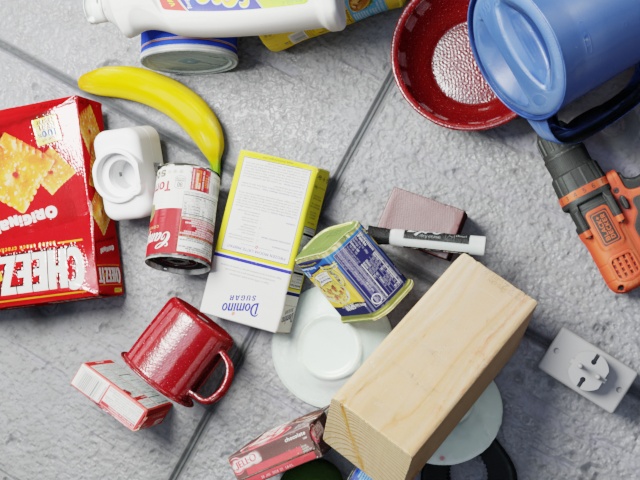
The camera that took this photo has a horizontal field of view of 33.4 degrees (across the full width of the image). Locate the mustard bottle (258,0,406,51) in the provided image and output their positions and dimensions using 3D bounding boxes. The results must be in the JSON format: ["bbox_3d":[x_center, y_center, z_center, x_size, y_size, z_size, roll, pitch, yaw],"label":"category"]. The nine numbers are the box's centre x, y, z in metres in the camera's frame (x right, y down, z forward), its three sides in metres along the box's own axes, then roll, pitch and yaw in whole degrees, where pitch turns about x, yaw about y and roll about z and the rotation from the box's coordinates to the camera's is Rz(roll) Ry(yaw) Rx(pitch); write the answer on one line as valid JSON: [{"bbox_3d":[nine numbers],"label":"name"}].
[{"bbox_3d":[0.027,-0.251,1.087,0.192,0.096,0.058,-17,82,10],"label":"mustard bottle"}]

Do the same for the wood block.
[{"bbox_3d":[0.103,0.122,0.993,0.090,0.091,0.205,35,59,18],"label":"wood block"}]

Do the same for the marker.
[{"bbox_3d":[0.100,0.000,1.037,0.121,0.020,0.020,6,87,12],"label":"marker"}]

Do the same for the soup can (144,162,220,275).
[{"bbox_3d":[-0.141,-0.022,1.104,0.068,0.068,0.102,2,73,12],"label":"soup can"}]

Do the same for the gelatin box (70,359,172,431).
[{"bbox_3d":[-0.208,0.162,1.117,0.089,0.073,0.030,34,94,11],"label":"gelatin box"}]

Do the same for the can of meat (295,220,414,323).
[{"bbox_3d":[0.030,0.031,1.043,0.057,0.102,0.084,-44,101,-22],"label":"can of meat"}]

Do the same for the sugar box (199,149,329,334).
[{"bbox_3d":[-0.057,0.001,1.109,0.093,0.048,0.176,14,91,22],"label":"sugar box"}]

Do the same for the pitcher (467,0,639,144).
[{"bbox_3d":[0.270,-0.207,0.987,0.242,0.149,0.145,-27,67,-18],"label":"pitcher"}]

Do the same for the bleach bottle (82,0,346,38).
[{"bbox_3d":[-0.106,-0.235,1.029,0.251,0.068,0.102,-7,85,11],"label":"bleach bottle"}]

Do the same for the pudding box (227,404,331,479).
[{"bbox_3d":[-0.031,0.202,1.054,0.090,0.113,0.039,-24,84,13],"label":"pudding box"}]

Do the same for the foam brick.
[{"bbox_3d":[0.102,-0.016,1.076,0.078,0.053,0.051,20,90,11],"label":"foam brick"}]

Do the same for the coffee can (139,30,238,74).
[{"bbox_3d":[-0.138,-0.254,1.119,0.103,0.102,0.140,-2,85,12],"label":"coffee can"}]

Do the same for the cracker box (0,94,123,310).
[{"bbox_3d":[-0.310,-0.037,1.149,0.164,0.072,0.214,-8,86,14],"label":"cracker box"}]

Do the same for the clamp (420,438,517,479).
[{"bbox_3d":[0.138,0.272,1.054,0.165,0.036,0.210,-10,82,10],"label":"clamp"}]

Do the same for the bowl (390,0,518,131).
[{"bbox_3d":[0.154,-0.186,1.077,0.162,0.055,0.162,-1,86,12],"label":"bowl"}]

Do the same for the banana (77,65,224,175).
[{"bbox_3d":[-0.174,-0.144,1.152,0.198,0.037,0.069,36,94,12],"label":"banana"}]

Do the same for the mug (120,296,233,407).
[{"bbox_3d":[-0.136,0.118,1.095,0.117,0.093,0.081,37,89,30],"label":"mug"}]

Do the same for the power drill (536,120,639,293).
[{"bbox_3d":[0.323,-0.065,1.033,0.188,0.057,0.184,-27,84,11],"label":"power drill"}]
